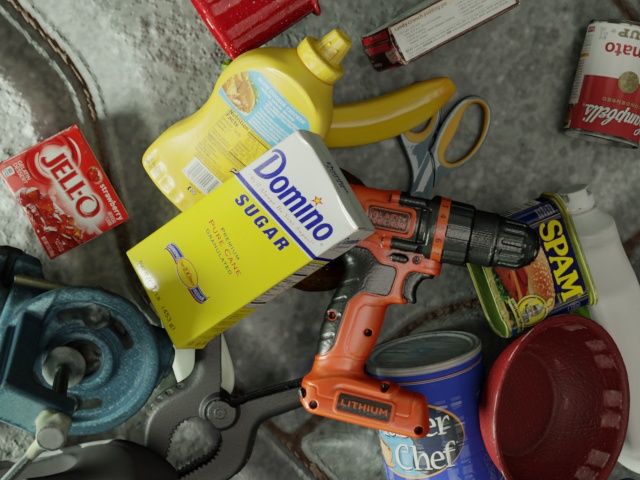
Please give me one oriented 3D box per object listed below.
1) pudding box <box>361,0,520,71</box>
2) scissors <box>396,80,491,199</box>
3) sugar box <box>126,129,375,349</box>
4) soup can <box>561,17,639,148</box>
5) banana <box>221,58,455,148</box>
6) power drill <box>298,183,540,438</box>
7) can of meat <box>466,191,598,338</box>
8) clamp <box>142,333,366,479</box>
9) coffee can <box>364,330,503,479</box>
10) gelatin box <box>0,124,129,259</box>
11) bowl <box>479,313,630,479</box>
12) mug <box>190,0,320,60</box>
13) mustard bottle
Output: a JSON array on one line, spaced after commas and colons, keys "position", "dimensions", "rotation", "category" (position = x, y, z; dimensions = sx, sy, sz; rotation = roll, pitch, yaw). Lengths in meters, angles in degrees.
[{"position": [0.098, -0.182, 0.890], "dimensions": [0.113, 0.090, 0.039], "rotation": [-31, 101, -7], "category": "pudding box"}, {"position": [0.073, -0.053, 0.939], "dimensions": [0.096, 0.016, 0.202], "rotation": [37, 88, -12], "category": "scissors"}, {"position": [-0.056, 0.001, 0.820], "dimensions": [0.176, 0.048, 0.093], "rotation": [-35, 75, 19], "category": "sugar box"}, {"position": [0.258, -0.137, 0.940], "dimensions": [0.068, 0.068, 0.102], "rotation": [12, 93, -13], "category": "soup can"}, {"position": [0.014, -0.109, 0.898], "dimensions": [0.197, 0.037, 0.070], "rotation": [3, 123, -7], "category": "banana"}, {"position": [0.067, 0.055, 0.840], "dimensions": [0.184, 0.057, 0.187], "rotation": [12, 89, 8], "category": "power drill"}, {"position": [0.172, 0.022, 0.893], "dimensions": [0.084, 0.057, 0.102], "rotation": [-22, 101, -6], "category": "can of meat"}, {"position": [-0.088, 0.128, 0.888], "dimensions": [0.164, 0.036, 0.210], "rotation": [44, 94, -9], "category": "clamp"}, {"position": [0.099, 0.160, 0.925], "dimensions": [0.102, 0.103, 0.140], "rotation": [-13, 99, -10], "category": "coffee can"}, {"position": [-0.210, -0.040, 0.874], "dimensions": [0.073, 0.030, 0.089], "rotation": [-28, 102, -7], "category": "gelatin box"}, {"position": [0.184, 0.139, 0.886], "dimensions": [0.161, 0.055, 0.162], "rotation": [-1, 92, -35], "category": "bowl"}, {"position": [-0.065, -0.208, 0.861], "dimensions": [0.081, 0.093, 0.117], "rotation": [-34, 71, -1], "category": "mug"}, {"position": [-0.048, -0.096, 0.849], "dimensions": [0.096, 0.058, 0.192], "rotation": [45, 112, -8], "category": "mustard bottle"}]
